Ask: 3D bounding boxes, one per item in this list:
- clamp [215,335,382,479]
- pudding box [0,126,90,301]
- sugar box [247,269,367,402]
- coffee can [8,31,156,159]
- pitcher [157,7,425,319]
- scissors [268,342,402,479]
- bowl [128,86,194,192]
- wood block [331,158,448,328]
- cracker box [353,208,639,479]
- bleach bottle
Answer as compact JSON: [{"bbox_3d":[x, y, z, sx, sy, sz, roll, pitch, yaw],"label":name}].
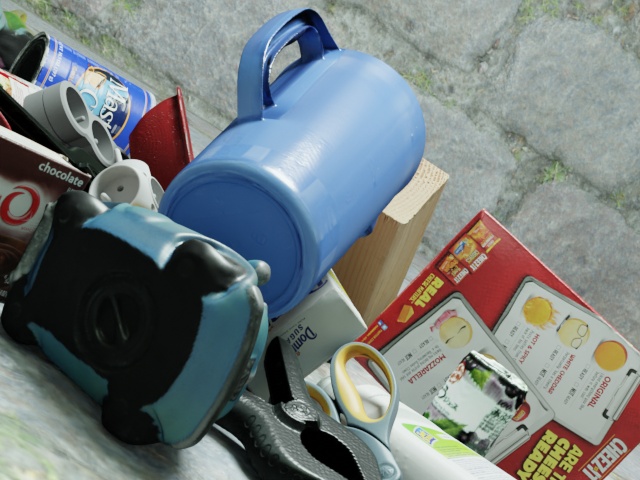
[{"bbox_3d":[-0.017,0.111,0.644,0.172,0.039,0.120,39,30,27],"label":"clamp"},{"bbox_3d":[-0.196,-0.022,0.588,0.039,0.090,0.113,37,7,36],"label":"pudding box"},{"bbox_3d":[-0.026,0.054,0.811,0.048,0.093,0.176,52,1,-13],"label":"sugar box"},{"bbox_3d":[-0.268,-0.150,1.177,0.140,0.103,0.103,29,7,-32],"label":"coffee can"},{"bbox_3d":[-0.020,-0.052,0.739,0.149,0.145,0.242,36,29,1],"label":"pitcher"},{"bbox_3d":[0.020,0.144,0.659,0.202,0.096,0.016,-100,178,-46],"label":"scissors"},{"bbox_3d":[-0.141,-0.058,0.985,0.055,0.162,0.162,-10,12,-5],"label":"bowl"},{"bbox_3d":[0.045,0.001,1.085,0.091,0.090,0.206,34,-38,13],"label":"wood block"},{"bbox_3d":[0.154,0.106,0.866,0.214,0.164,0.072,44,5,13],"label":"cracker box"},{"bbox_3d":[0.093,0.168,0.704,0.251,0.068,0.102,34,6,34],"label":"bleach bottle"}]
